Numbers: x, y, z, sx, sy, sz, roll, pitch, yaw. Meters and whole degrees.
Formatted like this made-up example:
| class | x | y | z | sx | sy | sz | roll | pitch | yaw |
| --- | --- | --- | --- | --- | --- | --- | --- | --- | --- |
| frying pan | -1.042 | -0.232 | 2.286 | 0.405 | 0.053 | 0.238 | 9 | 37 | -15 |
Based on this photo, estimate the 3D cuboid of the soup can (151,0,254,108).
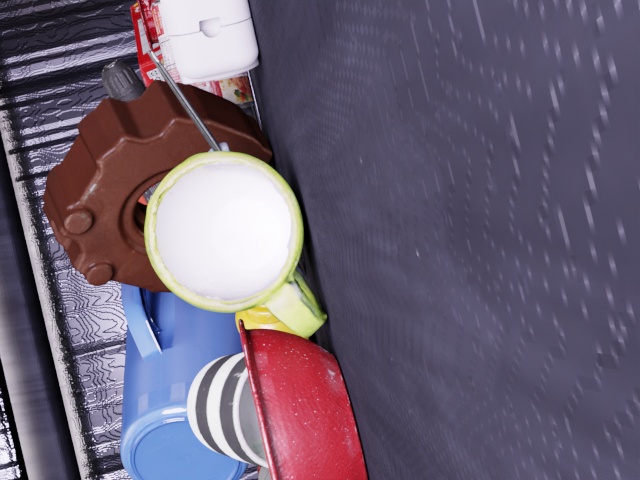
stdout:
| class | x | y | z | sx | sy | sz | roll | pitch | yaw |
| --- | --- | --- | --- | --- | --- | --- | --- | --- | --- |
| soup can | -0.100 | -0.157 | 0.905 | 0.068 | 0.068 | 0.102 | -137 | 34 | -82 |

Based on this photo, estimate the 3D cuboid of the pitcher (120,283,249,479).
| class | x | y | z | sx | sy | sz | roll | pitch | yaw |
| --- | --- | --- | --- | --- | --- | --- | --- | --- | --- |
| pitcher | -0.123 | 0.106 | 0.963 | 0.243 | 0.149 | 0.145 | -97 | 23 | -58 |

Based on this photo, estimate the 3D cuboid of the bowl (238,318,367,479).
| class | x | y | z | sx | sy | sz | roll | pitch | yaw |
| --- | --- | --- | --- | --- | --- | --- | --- | --- | --- |
| bowl | -0.007 | 0.121 | 0.659 | 0.162 | 0.055 | 0.162 | 167 | 90 | -86 |

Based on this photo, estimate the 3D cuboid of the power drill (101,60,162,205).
| class | x | y | z | sx | sy | sz | roll | pitch | yaw |
| --- | --- | --- | --- | --- | --- | --- | --- | --- | --- |
| power drill | -0.189 | -0.104 | 1.179 | 0.184 | 0.057 | 0.187 | 59 | -175 | -20 |

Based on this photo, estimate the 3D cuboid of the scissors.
| class | x | y | z | sx | sy | sz | roll | pitch | yaw |
| --- | --- | --- | --- | --- | --- | --- | --- | --- | --- |
| scissors | -0.057 | -0.040 | 0.734 | 0.096 | 0.016 | 0.201 | 61 | -176 | 36 |
